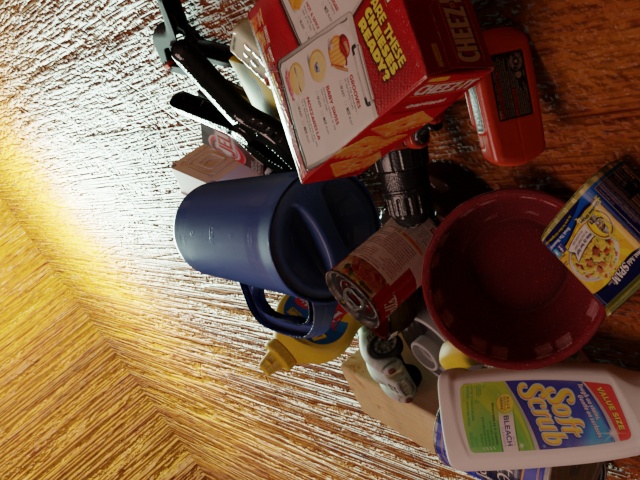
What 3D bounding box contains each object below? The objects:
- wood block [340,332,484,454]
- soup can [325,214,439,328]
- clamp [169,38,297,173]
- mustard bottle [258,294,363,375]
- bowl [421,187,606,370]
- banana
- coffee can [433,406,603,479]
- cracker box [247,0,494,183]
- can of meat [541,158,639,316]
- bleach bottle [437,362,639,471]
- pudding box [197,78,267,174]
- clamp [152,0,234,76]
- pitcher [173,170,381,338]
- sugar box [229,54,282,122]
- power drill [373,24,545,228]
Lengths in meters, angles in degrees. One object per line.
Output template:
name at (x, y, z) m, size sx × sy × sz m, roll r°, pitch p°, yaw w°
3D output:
wood block at (0.132, 0.189, 1.293) m, size 0.206 × 0.090 × 0.090 m, roll 22°, pitch 145°, yaw 51°
soup can at (0.064, 0.023, 0.985) m, size 0.068 × 0.102 × 0.068 m, roll 41°, pitch 159°, yaw 19°
clamp at (-0.082, -0.123, 1.152) m, size 0.210 × 0.036 × 0.165 m, roll 38°, pitch 166°, yaw -6°
mustard bottle at (0.003, 0.085, 1.234) m, size 0.096 × 0.191 × 0.058 m, roll 42°, pitch 165°, yaw 21°
bowl at (0.171, 0.029, 0.931) m, size 0.162 × 0.162 × 0.055 m, roll 52°, pitch -161°, yaw -3°
banana at (0.164, 0.111, 1.055) m, size 0.069 × 0.037 × 0.198 m, roll 34°, pitch 158°, yaw -20°
coffee can at (0.200, 0.204, 1.078) m, size 0.141 × 0.102 × 0.103 m, roll 17°, pitch 142°, yaw 42°
cracker box at (0.031, -0.159, 0.842) m, size 0.214 × 0.072 × 0.164 m, roll -35°, pitch 70°, yaw 58°
can of meat at (0.228, -0.003, 0.826) m, size 0.084 × 0.057 × 0.102 m, roll 48°, pitch 148°, yaw 14°
bleach bottle at (0.232, 0.148, 0.959) m, size 0.251 × 0.068 × 0.102 m, roll -15°, pitch 73°, yaw 33°
pudding box at (-0.097, -0.136, 1.259) m, size 0.090 × 0.039 × 0.113 m, roll 28°, pitch 153°, yaw 11°
clamp at (-0.148, -0.225, 1.246) m, size 0.120 × 0.039 × 0.172 m, roll 45°, pitch 165°, yaw -1°
pitcher at (-0.057, 0.001, 1.130) m, size 0.145 × 0.149 × 0.243 m, roll 46°, pitch 158°, yaw -26°
sugar box at (-0.014, -0.147, 1.095) m, size 0.176 × 0.048 × 0.093 m, roll 27°, pitch 152°, yaw 50°
power drill at (0.099, -0.097, 0.881) m, size 0.188 × 0.057 × 0.184 m, roll 4°, pitch 110°, yaw 58°
